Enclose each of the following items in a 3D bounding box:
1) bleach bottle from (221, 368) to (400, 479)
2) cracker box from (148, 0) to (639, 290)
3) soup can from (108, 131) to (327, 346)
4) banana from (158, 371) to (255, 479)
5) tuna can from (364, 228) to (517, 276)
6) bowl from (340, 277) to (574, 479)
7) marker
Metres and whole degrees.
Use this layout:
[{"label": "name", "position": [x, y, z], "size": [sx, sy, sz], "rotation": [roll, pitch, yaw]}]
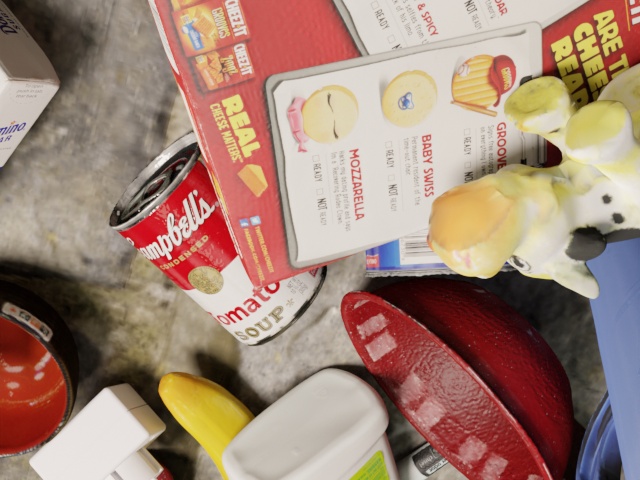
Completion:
[{"label": "bleach bottle", "position": [0.023, 0.205, 0.690], "size": [0.102, 0.068, 0.251], "rotation": [-35, 127, -20]}, {"label": "cracker box", "position": [0.041, -0.092, 0.484], "size": [0.213, 0.072, 0.164], "rotation": [-20, 120, -5]}, {"label": "soup can", "position": [-0.054, 0.001, 0.575], "size": [0.069, 0.068, 0.102], "rotation": [-36, 114, 22]}, {"label": "banana", "position": [-0.053, 0.158, 0.676], "size": [0.037, 0.069, 0.198], "rotation": [20, 127, 45]}, {"label": "tuna can", "position": [0.065, 0.001, 0.557], "size": [0.086, 0.086, 0.034], "rotation": [-3, 89, 5]}, {"label": "bowl", "position": [0.085, 0.074, 0.586], "size": [0.055, 0.162, 0.162], "rotation": [-41, 117, -16]}, {"label": "marker", "position": [0.096, 0.116, 0.664], "size": [0.121, 0.020, 0.020], "rotation": [-40, 112, 23]}]
